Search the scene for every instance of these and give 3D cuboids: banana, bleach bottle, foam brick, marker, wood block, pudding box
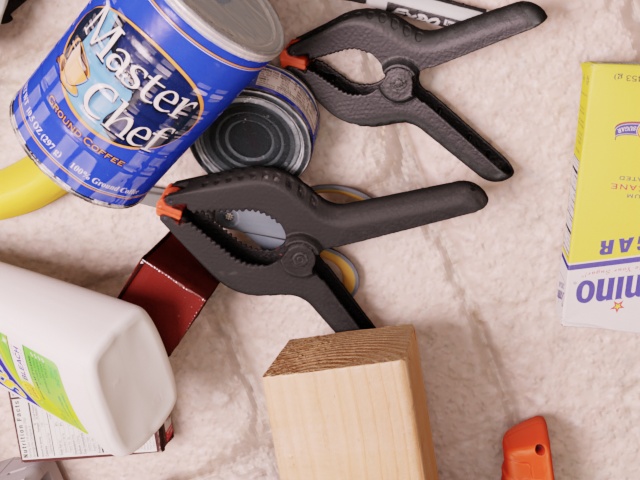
[{"bbox_3d":[-0.181,-0.071,0.745,0.198,0.037,0.070,-47,75,13],"label":"banana"},{"bbox_3d":[-0.218,0.060,0.729,0.251,0.068,0.102,15,135,31],"label":"bleach bottle"},{"bbox_3d":[-0.104,0.035,0.737,0.051,0.078,0.053,33,107,-2],"label":"foam brick"},{"bbox_3d":[0.063,-0.154,0.701,0.121,0.020,0.020,16,105,3],"label":"marker"},{"bbox_3d":[0.031,0.168,0.689,0.090,0.090,0.206,-8,98,10],"label":"wood block"},{"bbox_3d":[-0.171,0.113,0.785,0.113,0.039,0.090,-5,103,10],"label":"pudding box"}]

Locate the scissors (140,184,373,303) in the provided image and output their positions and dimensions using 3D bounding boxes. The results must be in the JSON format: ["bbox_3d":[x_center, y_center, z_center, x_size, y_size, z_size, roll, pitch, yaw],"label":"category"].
[{"bbox_3d":[-0.055,0.001,0.755,0.202,0.016,0.096,-2,103,8],"label":"scissors"}]

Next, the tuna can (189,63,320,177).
[{"bbox_3d":[-0.045,-0.074,0.708,0.086,0.033,0.086,5,131,6],"label":"tuna can"}]

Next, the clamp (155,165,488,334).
[{"bbox_3d":[-0.003,-0.002,0.710,0.210,0.036,0.165,25,117,-5],"label":"clamp"}]

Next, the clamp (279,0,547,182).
[{"bbox_3d":[0.059,-0.099,0.703,0.172,0.039,0.120,5,111,16],"label":"clamp"}]

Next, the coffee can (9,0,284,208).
[{"bbox_3d":[-0.104,-0.101,0.638,0.103,0.102,0.140,45,117,-5],"label":"coffee can"}]
